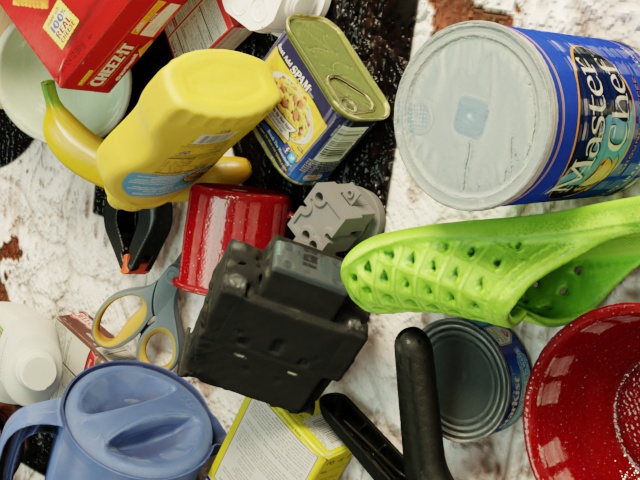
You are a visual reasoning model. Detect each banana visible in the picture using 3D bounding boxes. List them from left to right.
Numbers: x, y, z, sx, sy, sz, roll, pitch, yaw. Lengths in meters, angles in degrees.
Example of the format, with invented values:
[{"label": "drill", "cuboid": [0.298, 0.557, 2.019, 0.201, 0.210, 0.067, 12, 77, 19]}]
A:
[{"label": "banana", "cuboid": [-0.156, -0.069, 0.897, 0.198, 0.037, 0.070, 22, 118, 6]}]

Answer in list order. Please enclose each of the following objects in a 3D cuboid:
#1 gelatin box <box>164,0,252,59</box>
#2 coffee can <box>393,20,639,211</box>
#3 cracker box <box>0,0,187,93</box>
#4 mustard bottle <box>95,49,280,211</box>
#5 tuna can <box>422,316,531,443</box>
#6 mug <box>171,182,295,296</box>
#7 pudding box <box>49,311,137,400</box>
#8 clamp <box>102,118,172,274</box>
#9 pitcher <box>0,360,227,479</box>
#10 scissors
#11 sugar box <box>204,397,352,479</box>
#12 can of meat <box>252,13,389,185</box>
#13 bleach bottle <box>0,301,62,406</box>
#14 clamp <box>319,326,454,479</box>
[{"label": "gelatin box", "cuboid": [-0.095, -0.186, 0.882, 0.089, 0.030, 0.073, -34, 72, 47]}, {"label": "coffee can", "cuboid": [0.126, -0.072, 0.626, 0.103, 0.140, 0.103, 5, 98, 42]}, {"label": "cracker box", "cuboid": [-0.193, -0.249, 0.834, 0.164, 0.072, 0.214, -43, 74, 23]}, {"label": "mustard bottle", "cuboid": [-0.117, -0.072, 0.812, 0.192, 0.096, 0.058, -37, 72, 48]}, {"label": "tuna can", "cuboid": [0.102, 0.094, 0.737, 0.086, 0.033, 0.086, 5, 98, 42]}, {"label": "mug", "cuboid": [-0.056, 0.001, 0.841, 0.117, 0.093, 0.081, 9, 97, 12]}, {"label": "pudding box", "cuboid": [-0.220, 0.134, 1.029, 0.114, 0.039, 0.090, 34, 118, 37]}, {"label": "clamp", "cuboid": [-0.156, -0.057, 0.951, 0.120, 0.039, 0.171, -10, 85, 47]}, {"label": "pitcher", "cuboid": [-0.199, 0.232, 0.946, 0.149, 0.144, 0.243, 35, 123, 16]}, {"label": "scissors", "cuboid": [-0.120, 0.049, 0.939, 0.202, 0.016, 0.096, -35, 95, 23]}, {"label": "sugar box", "cuboid": [-0.044, 0.202, 0.874, 0.093, 0.048, 0.176, 44, 125, 30]}, {"label": "can of meat", "cuboid": [-0.009, -0.103, 0.801, 0.084, 0.057, 0.102, -47, 63, 37]}, {"label": "bleach bottle", "cuboid": [-0.283, 0.114, 0.998, 0.251, 0.068, 0.102, -175, 89, -66]}, {"label": "clamp", "cuboid": [0.064, 0.176, 0.745, 0.165, 0.036, 0.210, -39, 69, 62]}]
